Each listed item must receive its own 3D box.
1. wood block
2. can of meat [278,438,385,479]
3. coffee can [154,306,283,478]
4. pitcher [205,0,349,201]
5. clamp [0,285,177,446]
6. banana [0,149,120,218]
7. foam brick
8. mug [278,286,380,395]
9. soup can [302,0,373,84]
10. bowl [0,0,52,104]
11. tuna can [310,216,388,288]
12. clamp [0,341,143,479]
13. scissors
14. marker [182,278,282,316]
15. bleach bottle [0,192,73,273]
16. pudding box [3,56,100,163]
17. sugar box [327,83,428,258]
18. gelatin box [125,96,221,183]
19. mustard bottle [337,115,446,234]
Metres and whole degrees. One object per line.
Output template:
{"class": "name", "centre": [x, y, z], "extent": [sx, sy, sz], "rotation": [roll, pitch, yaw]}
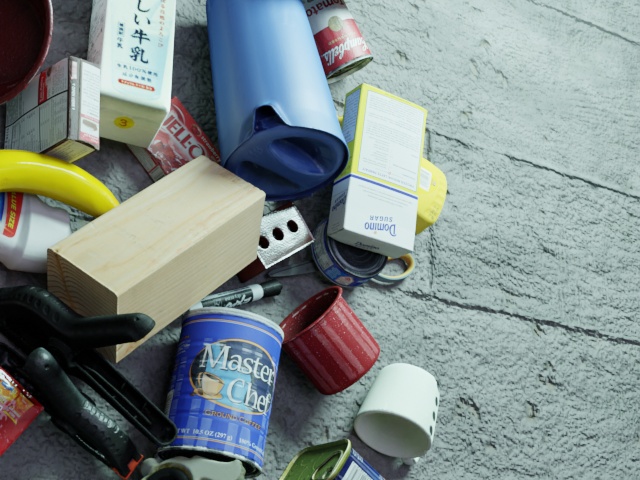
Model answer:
{"class": "wood block", "centre": [-0.154, 0.012, 1.023], "extent": [0.090, 0.091, 0.205], "rotation": [31, 44, 22]}
{"class": "can of meat", "centre": [0.019, 0.252, 1.070], "extent": [0.084, 0.102, 0.057], "rotation": [46, 53, -14]}
{"class": "coffee can", "centre": [-0.096, 0.148, 1.030], "extent": [0.102, 0.103, 0.140], "rotation": [22, 61, -26]}
{"class": "pitcher", "centre": [-0.054, -0.168, 1.157], "extent": [0.144, 0.149, 0.243], "rotation": [9, 55, -32]}
{"class": "clamp", "centre": [-0.215, 0.100, 0.949], "extent": [0.036, 0.210, 0.164], "rotation": [-49, 144, -38]}
{"class": "banana", "centre": [-0.266, -0.047, 0.964], "extent": [0.197, 0.037, 0.069], "rotation": [-5, 98, -44]}
{"class": "foam brick", "centre": [-0.058, 0.001, 1.144], "extent": [0.078, 0.051, 0.053], "rotation": [-31, 90, -38]}
{"class": "mug", "centre": [0.010, 0.104, 1.137], "extent": [0.081, 0.093, 0.117], "rotation": [52, 16, -12]}
{"class": "soup can", "centre": [0.011, -0.248, 1.276], "extent": [0.068, 0.069, 0.102], "rotation": [-24, 86, -38]}
{"class": "bowl", "centre": [-0.316, -0.198, 1.012], "extent": [0.055, 0.162, 0.162], "rotation": [12, 57, -77]}
{"class": "tuna can", "centre": [0.034, 0.008, 1.193], "extent": [0.086, 0.034, 0.086], "rotation": [13, 63, -28]}
{"class": "clamp", "centre": [-0.230, 0.149, 0.958], "extent": [0.039, 0.120, 0.171], "rotation": [-46, 122, -22]}
{"class": "scissors", "centre": [0.024, 0.005, 1.221], "extent": [0.201, 0.016, 0.096], "rotation": [7, 67, -32]}
{"class": "marker", "centre": [-0.090, 0.060, 1.120], "extent": [0.120, 0.020, 0.020], "rotation": [-13, 80, -37]}
{"class": "bleach bottle", "centre": [-0.323, -0.048, 0.980], "extent": [0.250, 0.068, 0.102], "rotation": [31, 56, -24]}
{"class": "pudding box", "centre": [-0.257, -0.114, 1.015], "extent": [0.039, 0.114, 0.090], "rotation": [15, 64, -44]}
{"class": "sugar box", "centre": [0.064, -0.077, 1.188], "extent": [0.093, 0.048, 0.176], "rotation": [18, 71, -25]}
{"class": "gelatin box", "centre": [-0.156, -0.098, 1.130], "extent": [0.073, 0.030, 0.089], "rotation": [-41, 97, -37]}
{"class": "mustard bottle", "centre": [0.060, -0.093, 1.254], "extent": [0.191, 0.058, 0.096], "rotation": [34, 46, -19]}
